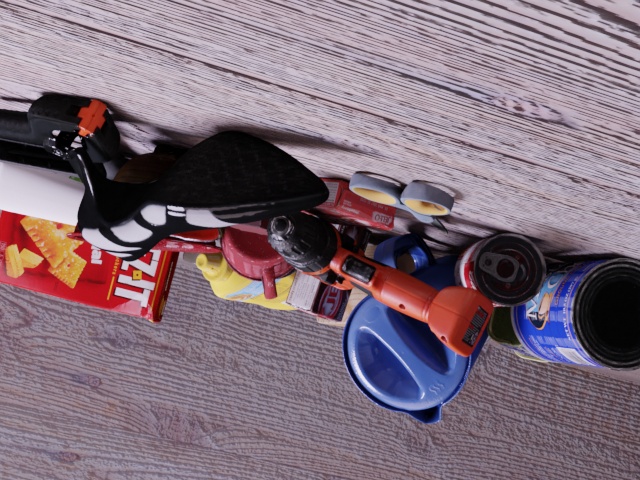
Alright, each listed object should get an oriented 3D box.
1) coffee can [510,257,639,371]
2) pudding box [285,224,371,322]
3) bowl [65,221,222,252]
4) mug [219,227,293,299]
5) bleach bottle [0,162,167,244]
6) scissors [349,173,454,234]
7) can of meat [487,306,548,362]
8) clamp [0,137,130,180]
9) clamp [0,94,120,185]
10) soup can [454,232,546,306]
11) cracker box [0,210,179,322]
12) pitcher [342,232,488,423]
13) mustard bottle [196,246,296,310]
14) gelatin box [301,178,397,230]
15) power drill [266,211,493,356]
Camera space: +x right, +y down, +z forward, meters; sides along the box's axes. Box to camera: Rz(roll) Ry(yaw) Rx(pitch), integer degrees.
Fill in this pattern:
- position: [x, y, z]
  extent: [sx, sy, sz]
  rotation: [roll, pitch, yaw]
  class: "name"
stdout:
- position: [0.257, 0.070, 1.025]
  extent: [0.102, 0.103, 0.140]
  rotation: [15, 174, -11]
  class: "coffee can"
- position: [0.010, 0.029, 1.169]
  extent: [0.039, 0.113, 0.090]
  rotation: [15, 175, 23]
  class: "pudding box"
- position: [-0.180, -0.022, 1.109]
  extent: [0.162, 0.055, 0.162]
  rotation: [5, 175, 0]
  class: "bowl"
- position: [-0.060, 0.004, 1.123]
  extent: [0.093, 0.117, 0.081]
  rotation: [-5, 170, -3]
  class: "mug"
- position: [-0.239, -0.041, 1.222]
  extent: [0.250, 0.068, 0.102]
  rotation: [15, -165, -10]
  class: "bleach bottle"
- position: [0.073, -0.031, 0.936]
  extent: [0.096, 0.016, 0.202]
  rotation: [15, 174, 4]
  class: "scissors"
- position: [0.225, 0.073, 1.145]
  extent: [0.058, 0.102, 0.083]
  rotation: [9, 170, 34]
  class: "can of meat"
- position: [-0.234, -0.075, 1.116]
  extent: [0.165, 0.036, 0.209]
  rotation: [7, 174, 26]
  class: "clamp"
- position: [-0.211, -0.084, 0.915]
  extent: [0.120, 0.039, 0.172]
  rotation: [27, 166, -32]
  class: "clamp"
- position: [0.171, 0.031, 1.031]
  extent: [0.068, 0.068, 0.102]
  rotation: [14, 175, -3]
  class: "soup can"
- position: [-0.280, -0.005, 1.295]
  extent: [0.213, 0.164, 0.072]
  rotation: [14, 176, 1]
  class: "cracker box"
- position: [0.120, 0.079, 1.160]
  extent: [0.145, 0.149, 0.242]
  rotation: [30, -161, 13]
  class: "pitcher"
- position: [-0.075, 0.039, 1.267]
  extent: [0.096, 0.058, 0.191]
  rotation: [-29, 154, 31]
  class: "mustard bottle"
- position: [0.015, -0.033, 0.974]
  extent: [0.073, 0.030, 0.089]
  rotation: [19, 173, -40]
  class: "gelatin box"
- position: [0.054, 0.034, 0.957]
  extent: [0.188, 0.057, 0.184]
  rotation: [27, 179, 24]
  class: "power drill"
